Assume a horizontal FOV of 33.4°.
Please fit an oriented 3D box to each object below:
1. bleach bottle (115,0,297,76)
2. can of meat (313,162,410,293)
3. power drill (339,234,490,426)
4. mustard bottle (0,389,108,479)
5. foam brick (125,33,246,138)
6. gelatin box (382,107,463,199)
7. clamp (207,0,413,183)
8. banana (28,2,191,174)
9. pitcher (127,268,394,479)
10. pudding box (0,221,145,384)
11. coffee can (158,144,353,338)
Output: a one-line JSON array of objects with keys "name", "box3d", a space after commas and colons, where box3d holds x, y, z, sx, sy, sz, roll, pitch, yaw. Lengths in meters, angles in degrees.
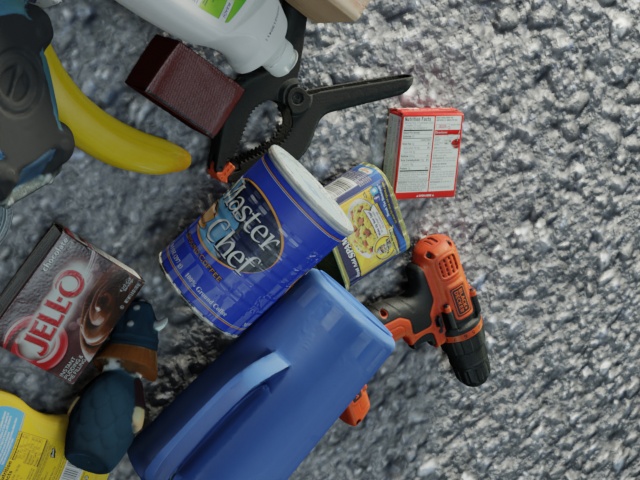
[{"name": "bleach bottle", "box3d": [-0.108, -0.201, 0.837, 0.250, 0.068, 0.102, 37, 69, -42]}, {"name": "can of meat", "box3d": [0.031, -0.014, 1.025, 0.083, 0.058, 0.102, -32, 120, -20]}, {"name": "power drill", "box3d": [0.086, 0.109, 1.099, 0.187, 0.057, 0.184, -31, 115, -21]}, {"name": "mustard bottle", "box3d": [-0.275, 0.178, 0.908, 0.191, 0.058, 0.096, 27, 82, -34]}, {"name": "foam brick", "box3d": [-0.115, -0.131, 0.904, 0.078, 0.053, 0.051, 33, 88, -35]}, {"name": "gelatin box", "box3d": [0.100, -0.087, 1.057, 0.073, 0.030, 0.089, -4, 108, -28]}, {"name": "clamp", "box3d": [-0.018, -0.128, 0.967, 0.164, 0.036, 0.210, 38, 85, -27]}, {"name": "banana", "box3d": [-0.187, -0.108, 0.878, 0.069, 0.037, 0.197, -47, 123, -9]}, {"name": "pitcher", "box3d": [-0.051, 0.143, 0.954, 0.145, 0.149, 0.243, 41, 92, -25]}, {"name": "pudding box", "box3d": [-0.220, 0.054, 0.911, 0.090, 0.039, 0.113, 36, 86, -33]}, {"name": "coffee can", "box3d": [-0.056, 0.001, 0.929, 0.140, 0.103, 0.102, -43, 124, 9]}]
